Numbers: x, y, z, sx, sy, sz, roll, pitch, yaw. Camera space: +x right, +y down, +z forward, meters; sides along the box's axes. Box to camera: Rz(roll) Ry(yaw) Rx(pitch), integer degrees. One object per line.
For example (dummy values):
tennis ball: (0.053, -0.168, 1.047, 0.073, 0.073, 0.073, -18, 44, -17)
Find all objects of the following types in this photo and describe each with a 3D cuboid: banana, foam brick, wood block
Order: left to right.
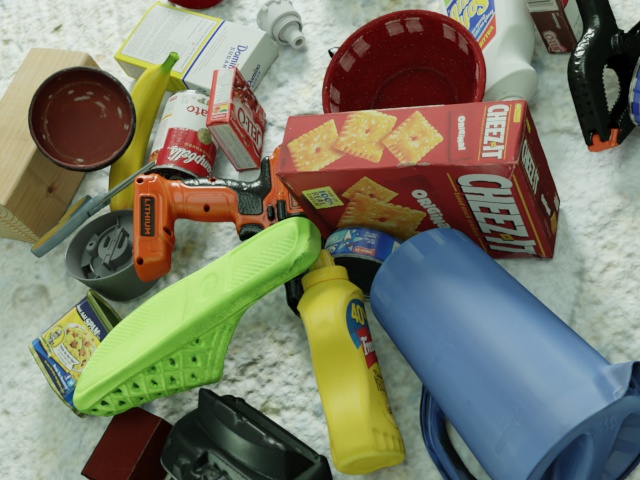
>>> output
wood block: (-0.320, -0.110, 1.215, 0.090, 0.090, 0.206, 10, 64, 28)
foam brick: (-0.171, 0.197, 0.980, 0.051, 0.053, 0.078, 17, 67, 31)
banana: (-0.205, -0.115, 1.183, 0.070, 0.037, 0.198, 170, 116, -71)

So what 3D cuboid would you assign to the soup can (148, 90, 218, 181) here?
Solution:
soup can: (-0.144, -0.101, 1.146, 0.069, 0.068, 0.102, -2, 59, 23)

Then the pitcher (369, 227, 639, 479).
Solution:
pitcher: (0.138, 0.107, 0.863, 0.149, 0.145, 0.243, -30, 48, -11)

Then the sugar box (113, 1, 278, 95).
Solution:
sugar box: (-0.144, -0.213, 1.232, 0.176, 0.048, 0.093, 24, 72, 29)

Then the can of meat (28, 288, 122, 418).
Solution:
can of meat: (-0.230, 0.113, 1.057, 0.084, 0.057, 0.102, -40, 53, -2)

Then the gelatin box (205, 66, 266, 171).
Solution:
gelatin box: (-0.087, -0.127, 1.123, 0.030, 0.089, 0.073, -6, 58, 19)

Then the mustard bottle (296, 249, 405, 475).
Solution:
mustard bottle: (0.020, 0.098, 0.904, 0.058, 0.096, 0.191, -20, 69, 13)

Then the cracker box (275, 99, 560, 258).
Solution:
cracker box: (0.090, -0.046, 0.947, 0.214, 0.164, 0.072, 0, 62, 24)

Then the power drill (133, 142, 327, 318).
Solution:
power drill: (-0.085, -0.005, 1.037, 0.187, 0.057, 0.184, -5, 65, -1)

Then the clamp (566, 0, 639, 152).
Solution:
clamp: (0.267, -0.186, 0.988, 0.036, 0.164, 0.210, -17, 52, 62)

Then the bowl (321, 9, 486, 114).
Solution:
bowl: (0.085, -0.140, 1.036, 0.162, 0.055, 0.162, -6, 70, 17)

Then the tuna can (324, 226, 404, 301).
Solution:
tuna can: (0.043, 0.022, 0.974, 0.086, 0.086, 0.033, 2, 60, 25)

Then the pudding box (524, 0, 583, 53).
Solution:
pudding box: (0.234, -0.252, 1.045, 0.039, 0.113, 0.090, 5, 61, 33)

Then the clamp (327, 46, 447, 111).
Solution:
clamp: (0.059, -0.147, 1.102, 0.172, 0.039, 0.120, 7, 72, 21)

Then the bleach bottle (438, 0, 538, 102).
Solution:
bleach bottle: (0.175, -0.220, 1.072, 0.103, 0.068, 0.251, -36, 48, 37)

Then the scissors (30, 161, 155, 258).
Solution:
scissors: (-0.232, -0.046, 1.130, 0.202, 0.016, 0.096, -34, 19, 24)
